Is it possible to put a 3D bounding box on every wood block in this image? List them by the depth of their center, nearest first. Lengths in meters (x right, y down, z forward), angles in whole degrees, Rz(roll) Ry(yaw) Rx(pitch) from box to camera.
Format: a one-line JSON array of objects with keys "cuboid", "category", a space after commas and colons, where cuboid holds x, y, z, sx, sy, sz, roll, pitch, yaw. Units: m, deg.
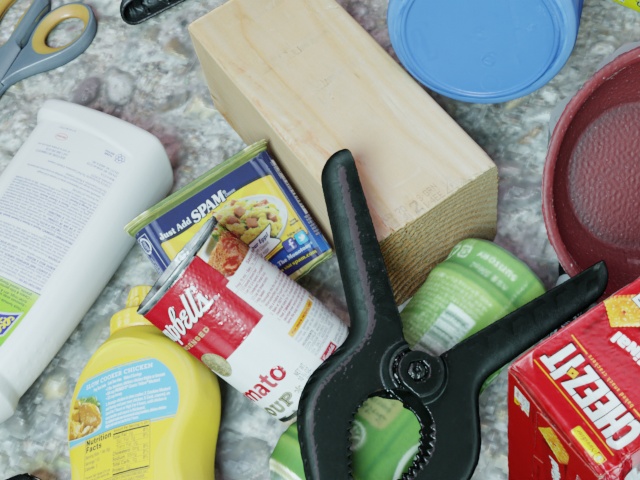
[{"cuboid": [0.013, -0.069, 0.678, 0.090, 0.091, 0.206, -33, 61, -10], "category": "wood block"}]

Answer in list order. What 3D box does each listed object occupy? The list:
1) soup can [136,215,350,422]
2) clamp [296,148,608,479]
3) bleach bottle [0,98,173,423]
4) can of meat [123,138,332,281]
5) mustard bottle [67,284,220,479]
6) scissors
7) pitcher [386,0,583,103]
[{"cuboid": [-0.041, 0.044, 0.591, 0.102, 0.069, 0.068, 39, 71, -9], "category": "soup can"}, {"cuboid": [0.056, 0.068, 0.547, 0.164, 0.036, 0.210, 17, 71, -2], "category": "clamp"}, {"cuboid": [-0.193, 0.028, 0.656, 0.103, 0.068, 0.250, 19, 59, 18], "category": "bleach bottle"}, {"cuboid": [-0.054, 0.001, 0.655, 0.102, 0.057, 0.084, -33, 89, -8], "category": "can of meat"}, {"cuboid": [-0.102, 0.113, 0.613, 0.096, 0.058, 0.191, -22, 56, 26], "category": "mustard bottle"}, {"cuboid": [-0.227, -0.111, 0.786, 0.096, 0.016, 0.201, 5, 63, 12], "category": "scissors"}, {"cuboid": [0.124, -0.200, 0.670, 0.145, 0.149, 0.242, 29, 47, -13], "category": "pitcher"}]
